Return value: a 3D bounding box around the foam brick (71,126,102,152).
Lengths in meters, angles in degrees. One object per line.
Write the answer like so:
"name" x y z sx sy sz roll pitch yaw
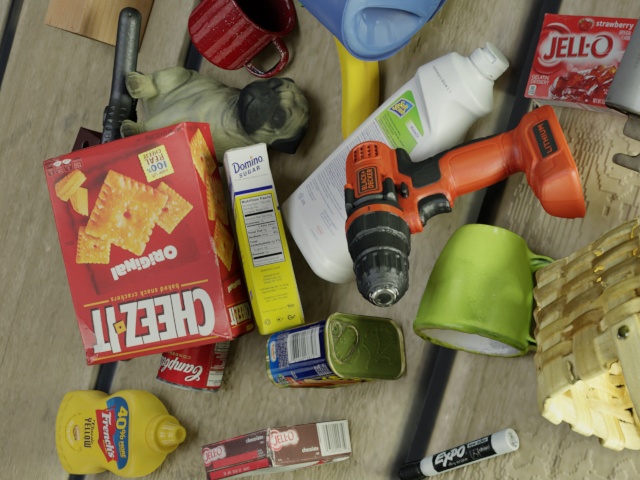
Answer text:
"foam brick" -0.273 -0.090 1.301 0.053 0.051 0.078 31 104 42

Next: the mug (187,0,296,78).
"mug" -0.079 -0.225 1.132 0.082 0.093 0.117 -34 95 39

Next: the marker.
"marker" 0.115 0.186 0.911 0.121 0.020 0.020 -28 64 36

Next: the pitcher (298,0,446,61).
"pitcher" -0.002 -0.288 0.982 0.243 0.144 0.149 46 140 29

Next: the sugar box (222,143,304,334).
"sugar box" -0.057 0.001 1.030 0.093 0.048 0.176 139 116 -82

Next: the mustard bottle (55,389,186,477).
"mustard bottle" -0.218 0.214 1.188 0.192 0.058 0.096 -8 78 41

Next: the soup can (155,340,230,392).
"soup can" -0.129 0.102 1.120 0.069 0.068 0.102 12 90 43

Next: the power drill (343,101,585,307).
"power drill" 0.109 -0.033 0.850 0.188 0.057 0.184 -14 41 9

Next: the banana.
"banana" 0.028 -0.179 1.053 0.070 0.037 0.198 -46 51 50

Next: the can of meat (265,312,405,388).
"can of meat" 0.012 0.103 0.967 0.084 0.101 0.057 -18 71 41

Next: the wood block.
"wood block" -0.253 -0.346 1.305 0.091 0.090 0.206 24 99 44

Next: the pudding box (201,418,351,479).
"pudding box" -0.039 0.194 0.988 0.090 0.113 0.039 -21 71 38

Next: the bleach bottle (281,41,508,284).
"bleach bottle" 0.075 -0.076 0.970 0.251 0.067 0.103 -44 59 25

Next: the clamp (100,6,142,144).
"clamp" -0.227 -0.138 1.214 0.165 0.036 0.210 121 155 -77

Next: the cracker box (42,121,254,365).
"cracker box" -0.171 0.004 1.053 0.164 0.072 0.214 -12 90 18

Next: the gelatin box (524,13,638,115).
"gelatin box" 0.217 -0.145 0.872 0.089 0.030 0.073 17 93 43
